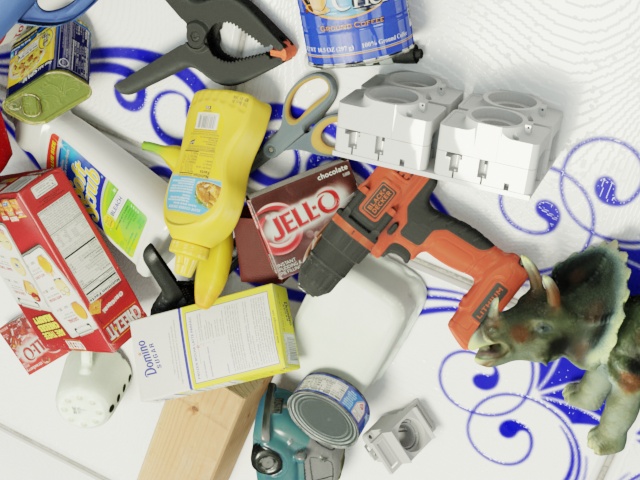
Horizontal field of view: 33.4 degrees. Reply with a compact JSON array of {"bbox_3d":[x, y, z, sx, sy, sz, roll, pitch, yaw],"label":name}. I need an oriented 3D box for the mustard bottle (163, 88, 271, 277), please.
[{"bbox_3d":[-0.115,-0.056,1.090,0.096,0.058,0.191,11,83,41],"label":"mustard bottle"}]

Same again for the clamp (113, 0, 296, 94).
[{"bbox_3d":[-0.124,-0.222,1.091,0.210,0.036,0.164,9,113,22],"label":"clamp"}]

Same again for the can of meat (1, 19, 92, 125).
[{"bbox_3d":[-0.294,-0.185,1.154,0.102,0.057,0.084,-23,56,31],"label":"can of meat"}]

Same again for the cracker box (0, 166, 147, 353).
[{"bbox_3d":[-0.309,0.024,1.236,0.164,0.072,0.213,-3,121,48],"label":"cracker box"}]

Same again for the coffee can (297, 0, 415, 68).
[{"bbox_3d":[0.026,-0.238,0.972,0.103,0.102,0.140,-1,113,26],"label":"coffee can"}]

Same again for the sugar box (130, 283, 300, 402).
[{"bbox_3d":[-0.115,0.113,1.151,0.176,0.048,0.093,-15,75,21],"label":"sugar box"}]

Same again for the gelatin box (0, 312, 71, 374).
[{"bbox_3d":[-0.361,0.123,1.367,0.089,0.030,0.073,-28,99,33],"label":"gelatin box"}]

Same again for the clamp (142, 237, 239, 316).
[{"bbox_3d":[-0.158,0.059,1.203,0.120,0.039,0.172,6,127,-26],"label":"clamp"}]

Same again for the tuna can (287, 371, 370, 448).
[{"bbox_3d":[0.010,0.182,1.145,0.086,0.033,0.086,20,138,19],"label":"tuna can"}]

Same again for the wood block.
[{"bbox_3d":[-0.136,0.217,1.268,0.091,0.090,0.206,30,122,11],"label":"wood block"}]

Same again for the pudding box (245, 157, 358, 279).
[{"bbox_3d":[-0.010,-0.024,1.094,0.113,0.039,0.090,-23,105,-7],"label":"pudding box"}]

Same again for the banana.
[{"bbox_3d":[-0.130,-0.025,1.147,0.069,0.037,0.198,-20,76,-7],"label":"banana"}]

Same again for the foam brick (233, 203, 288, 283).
[{"bbox_3d":[-0.058,0.001,1.153,0.053,0.051,0.078,4,115,23],"label":"foam brick"}]

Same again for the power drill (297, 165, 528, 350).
[{"bbox_3d":[0.094,0.022,1.051,0.187,0.057,0.184,39,96,0],"label":"power drill"}]

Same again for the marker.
[{"bbox_3d":[0.042,-0.179,1.041,0.121,0.020,0.020,1,113,26],"label":"marker"}]

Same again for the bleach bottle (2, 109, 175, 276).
[{"bbox_3d":[-0.262,-0.074,1.211,0.251,0.068,0.103,38,128,9],"label":"bleach bottle"}]

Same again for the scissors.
[{"bbox_3d":[-0.031,-0.090,1.119,0.096,0.016,0.202,40,125,3],"label":"scissors"}]
